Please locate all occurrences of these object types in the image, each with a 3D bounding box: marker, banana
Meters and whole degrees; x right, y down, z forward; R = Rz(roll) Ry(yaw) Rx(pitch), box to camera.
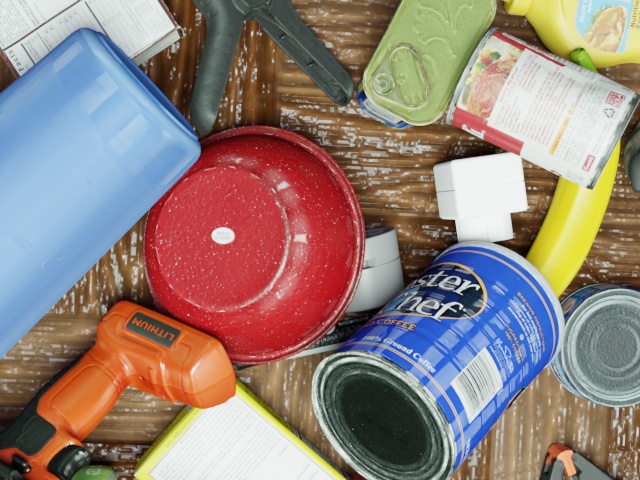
[{"bbox_3d":[-0.006,0.070,0.745,0.121,0.020,0.020,-12,92,-4],"label":"marker"},{"bbox_3d":[0.169,-0.029,0.739,0.069,0.037,0.198,10,96,-30],"label":"banana"}]

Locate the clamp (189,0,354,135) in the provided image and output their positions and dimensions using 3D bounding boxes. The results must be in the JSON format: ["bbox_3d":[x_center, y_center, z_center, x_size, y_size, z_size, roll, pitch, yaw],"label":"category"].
[{"bbox_3d":[-0.057,-0.153,0.715,0.120,0.039,0.171,-25,90,-32],"label":"clamp"}]

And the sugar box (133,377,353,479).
[{"bbox_3d":[-0.031,0.179,0.734,0.176,0.048,0.093,43,87,-8],"label":"sugar box"}]

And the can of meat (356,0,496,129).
[{"bbox_3d":[0.066,-0.125,0.712,0.057,0.084,0.102,27,89,-5],"label":"can of meat"}]

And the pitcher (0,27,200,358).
[{"bbox_3d":[-0.201,-0.021,0.655,0.243,0.149,0.145,-42,84,3],"label":"pitcher"}]

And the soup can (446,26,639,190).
[{"bbox_3d":[0.140,-0.083,0.674,0.102,0.068,0.068,27,89,12],"label":"soup can"}]

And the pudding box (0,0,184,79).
[{"bbox_3d":[-0.162,-0.148,0.719,0.113,0.039,0.090,-33,95,-1],"label":"pudding box"}]

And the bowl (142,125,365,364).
[{"bbox_3d":[-0.055,0.001,0.694,0.162,0.055,0.162,-1,86,17],"label":"bowl"}]

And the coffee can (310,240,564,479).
[{"bbox_3d":[0.076,0.077,0.672,0.140,0.103,0.103,-38,95,-41],"label":"coffee can"}]

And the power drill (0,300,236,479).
[{"bbox_3d":[-0.139,0.122,0.645,0.187,0.185,0.057,-40,135,-36],"label":"power drill"}]
